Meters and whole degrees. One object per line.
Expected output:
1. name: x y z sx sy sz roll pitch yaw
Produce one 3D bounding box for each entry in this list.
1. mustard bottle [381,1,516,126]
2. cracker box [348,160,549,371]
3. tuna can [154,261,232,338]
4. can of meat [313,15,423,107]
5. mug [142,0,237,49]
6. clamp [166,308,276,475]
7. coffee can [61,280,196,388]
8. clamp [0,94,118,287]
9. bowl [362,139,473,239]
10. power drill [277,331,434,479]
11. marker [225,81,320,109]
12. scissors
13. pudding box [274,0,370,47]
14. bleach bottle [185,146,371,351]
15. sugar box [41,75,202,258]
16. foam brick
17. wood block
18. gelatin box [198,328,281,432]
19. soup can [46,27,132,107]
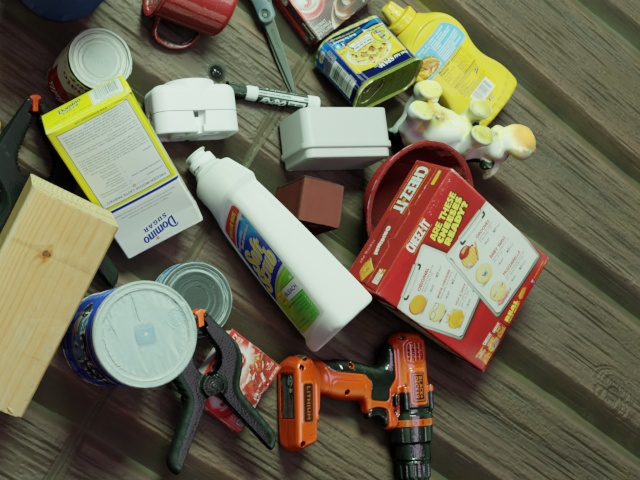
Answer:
1. mustard bottle: 0.149 -0.225 1.325 0.191 0.058 0.096 41 83 -15
2. cracker box: 0.151 0.032 1.244 0.213 0.072 0.164 36 82 -36
3. tuna can: -0.140 0.066 1.165 0.086 0.034 0.086 3 82 -25
4. can of meat: 0.055 -0.211 1.265 0.102 0.057 0.084 -30 69 -27
5. mug: -0.145 -0.266 1.182 0.081 0.093 0.117 17 107 -28
6. clamp: -0.124 0.161 1.127 0.120 0.039 0.171 -20 92 -28
7. coffee can: -0.195 0.097 1.076 0.102 0.141 0.103 3 82 -25
8. clamp: -0.285 -0.043 1.109 0.164 0.036 0.210 6 83 -25
9. bowl: 0.105 -0.044 1.268 0.161 0.055 0.162 -11 110 -33
10. power drill: 0.045 0.199 1.226 0.187 0.057 0.184 1 79 -28
11. marker: -0.058 -0.167 1.242 0.121 0.020 0.020 6 81 -25
12. scissors: -0.051 -0.278 1.232 0.202 0.096 0.016 57 24 -7
13. pudding box: 0.003 -0.300 1.277 0.113 0.039 0.090 -42 101 -24
14. bleach bottle: -0.058 0.001 1.177 0.251 0.103 0.068 47 58 5
15. sugar box: -0.200 -0.072 1.093 0.093 0.048 0.176 -27 131 -3
16. foam brick: -0.015 -0.037 1.214 0.052 0.078 0.051 13 76 -24
17. wood block: -0.284 0.052 1.032 0.090 0.090 0.206 27 93 -20
18. gelatin box: -0.097 0.155 1.177 0.073 0.030 0.089 40 69 -16
19. soup can: -0.241 -0.176 1.110 0.068 0.102 0.068 3 82 -26
